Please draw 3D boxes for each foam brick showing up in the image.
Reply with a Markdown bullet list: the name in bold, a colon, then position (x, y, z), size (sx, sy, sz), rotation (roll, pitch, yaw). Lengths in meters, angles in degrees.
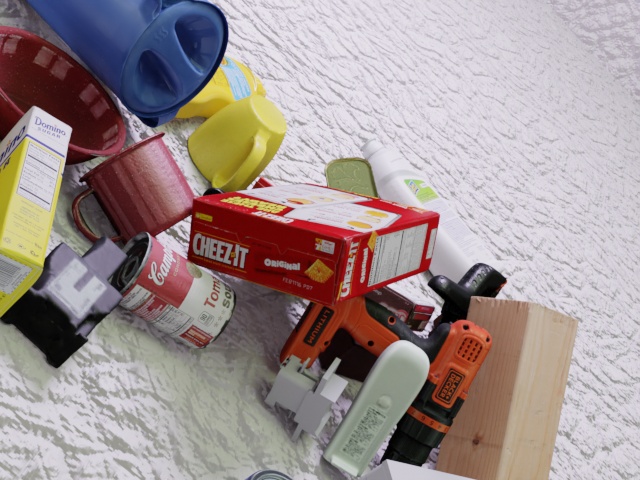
- **foam brick**: position (0.040, 0.114, 1.153), size (0.078, 0.051, 0.053), rotation (24, 37, -39)

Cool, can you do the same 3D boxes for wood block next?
- **wood block**: position (0.202, 0.173, 1.159), size (0.090, 0.091, 0.206), rotation (21, 79, -40)

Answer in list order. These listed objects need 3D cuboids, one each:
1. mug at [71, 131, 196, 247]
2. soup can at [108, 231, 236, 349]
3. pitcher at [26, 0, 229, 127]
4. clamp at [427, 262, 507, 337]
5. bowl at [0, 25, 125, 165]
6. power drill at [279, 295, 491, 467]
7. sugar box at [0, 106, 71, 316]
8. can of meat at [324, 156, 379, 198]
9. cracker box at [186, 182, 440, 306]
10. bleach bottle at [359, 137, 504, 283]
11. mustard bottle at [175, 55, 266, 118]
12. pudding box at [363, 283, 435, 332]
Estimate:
- **mug**: position (-0.175, -0.039, 0.999), size (0.117, 0.093, 0.081), rotation (-32, 95, -27)
- **soup can**: position (-0.136, 0.047, 0.968), size (0.102, 0.069, 0.068), rotation (35, 32, -27)
- **pitcher**: position (-0.218, -0.235, 1.091), size (0.243, 0.149, 0.144), rotation (42, 11, 25)
- **clamp**: position (0.155, 0.090, 1.228), size (0.036, 0.165, 0.209), rotation (29, 27, 23)
- **bowl**: position (-0.261, -0.122, 0.991), size (0.162, 0.055, 0.162), rotation (39, 23, -21)
- **power drill**: position (0.056, 0.134, 1.077), size (0.187, 0.184, 0.057), rotation (29, 0, -7)
- **sugar box**: position (-0.251, -0.021, 0.858), size (0.048, 0.093, 0.176), rotation (31, 33, -31)
- **can of meat**: position (0.037, -0.034, 1.277), size (0.057, 0.084, 0.102), rotation (-7, 49, -5)
- **cracker box**: position (-0.002, -0.002, 1.039), size (0.164, 0.072, 0.213), rotation (15, 14, 27)
- **bleach bottle**: position (0.142, -0.036, 1.461), size (0.251, 0.068, 0.102), rotation (54, 29, 11)
- **mustard bottle**: position (-0.129, -0.183, 1.255), size (0.191, 0.058, 0.096), rotation (-1, 54, -55)
- **pudding box**: position (0.065, 0.061, 1.197), size (0.114, 0.039, 0.090), rotation (32, 5, 21)
